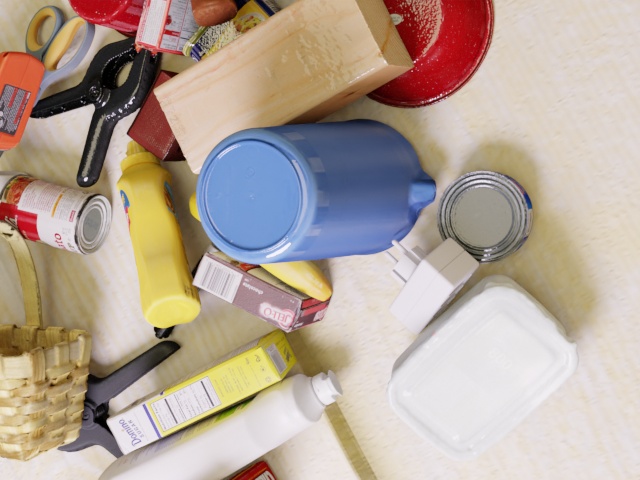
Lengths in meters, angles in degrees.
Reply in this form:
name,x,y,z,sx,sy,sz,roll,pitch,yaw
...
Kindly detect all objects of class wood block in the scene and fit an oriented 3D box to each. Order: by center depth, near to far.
name,x,y,z,sx,sy,sz,roll,pitch,yaw
wood block,-0.033,-0.147,0.965,0.206,0.090,0.090,-27,87,22

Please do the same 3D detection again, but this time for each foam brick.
name,x,y,z,sx,sy,sz,roll,pitch,yaw
foam brick,-0.150,-0.127,1.089,0.051,0.053,0.078,35,106,15

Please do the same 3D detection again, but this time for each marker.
name,x,y,z,sx,sy,sz,roll,pitch,yaw
marker,-0.139,0.054,1.115,0.020,0.020,0.121,39,106,14

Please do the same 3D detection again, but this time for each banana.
name,x,y,z,sx,sy,sz,roll,pitch,yaw
banana,-0.068,-0.006,1.032,0.198,0.069,0.037,34,90,34

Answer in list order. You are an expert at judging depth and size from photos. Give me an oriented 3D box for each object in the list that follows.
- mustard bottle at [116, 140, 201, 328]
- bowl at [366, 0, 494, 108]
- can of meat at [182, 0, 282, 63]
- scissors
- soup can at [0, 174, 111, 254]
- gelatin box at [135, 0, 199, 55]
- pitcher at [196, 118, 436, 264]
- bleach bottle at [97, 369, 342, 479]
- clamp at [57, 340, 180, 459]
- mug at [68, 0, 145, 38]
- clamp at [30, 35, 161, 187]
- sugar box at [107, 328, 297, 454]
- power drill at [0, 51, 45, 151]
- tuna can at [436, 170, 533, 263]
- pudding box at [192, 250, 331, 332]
name,x,y,z,sx,sy,sz,roll,pitch,yaw
mustard bottle,-0.168,-0.014,1.077,0.058,0.096,0.191,-13,71,-5
bowl,0.077,-0.205,0.996,0.162,0.055,0.162,2,95,21
can of meat,-0.070,-0.192,1.052,0.084,0.057,0.102,47,108,9
scissors,-0.318,-0.171,1.150,0.202,0.016,0.096,-46,61,12
soup can,-0.283,-0.028,1.138,0.102,0.068,0.068,13,98,19
gelatin box,-0.147,-0.232,1.069,0.030,0.073,0.089,19,101,19
pitcher,-0.016,-0.043,0.942,0.149,0.242,0.145,-44,77,21
bleach bottle,-0.094,0.199,1.054,0.251,0.102,0.068,-29,95,11
clamp,-0.241,0.195,1.154,0.210,0.036,0.164,-5,92,17
mug,-0.195,-0.262,1.080,0.117,0.081,0.093,-31,83,20
clamp,-0.226,-0.141,1.121,0.172,0.039,0.120,-37,76,21
sugar box,-0.115,0.149,1.058,0.176,0.093,0.048,-29,89,11
power drill,-0.377,-0.188,1.147,0.188,0.057,0.184,26,99,36
tuna can,0.153,-0.022,0.991,0.086,0.033,0.086,2,95,21
pudding box,-0.055,0.047,1.045,0.114,0.090,0.039,27,101,17
